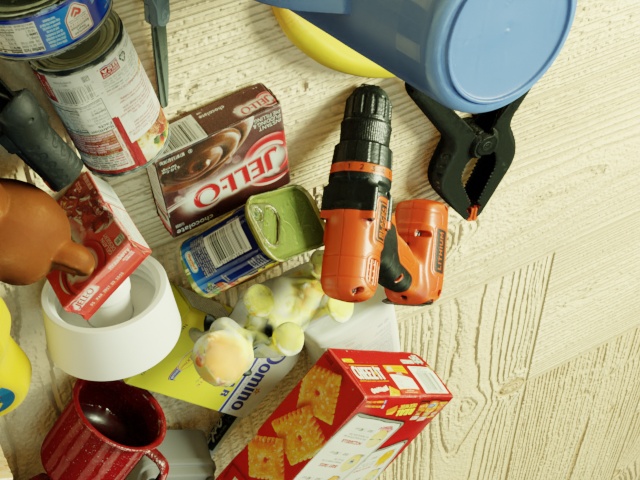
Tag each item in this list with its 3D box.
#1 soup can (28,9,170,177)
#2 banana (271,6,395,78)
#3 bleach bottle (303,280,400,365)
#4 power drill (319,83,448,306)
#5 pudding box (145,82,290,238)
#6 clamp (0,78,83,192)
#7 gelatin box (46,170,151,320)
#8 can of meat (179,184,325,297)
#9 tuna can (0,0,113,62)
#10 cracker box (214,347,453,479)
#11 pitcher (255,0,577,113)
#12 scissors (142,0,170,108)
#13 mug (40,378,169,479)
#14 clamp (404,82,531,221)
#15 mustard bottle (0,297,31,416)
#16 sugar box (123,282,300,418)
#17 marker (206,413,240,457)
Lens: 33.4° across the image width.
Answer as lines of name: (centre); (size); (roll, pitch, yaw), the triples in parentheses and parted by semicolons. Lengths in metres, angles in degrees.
soup can: (-0.150, -0.101, 0.728); (0.068, 0.069, 0.102); (-30, 141, -10)
banana: (0.041, -0.162, 0.847); (0.197, 0.037, 0.070); (-8, 116, -34)
bleach bottle: (0.036, 0.131, 1.119); (0.102, 0.068, 0.251); (-29, 143, -13)
power drill: (0.058, -0.024, 0.938); (0.187, 0.057, 0.184); (29, 67, -61)
pudding box: (-0.081, -0.063, 0.844); (0.113, 0.039, 0.090); (-25, 142, -15)
clamp: (-0.193, -0.074, 0.687); (0.039, 0.120, 0.171); (-44, 148, -5)
gelatin box: (-0.175, 0.003, 0.797); (0.073, 0.089, 0.030); (-45, 142, 9)
can of meat: (-0.056, 0.001, 0.878); (0.084, 0.057, 0.101); (-28, 176, 30)
tuna can: (-0.172, -0.149, 0.647); (0.086, 0.086, 0.034); (-28, 140, -13)
cracker box: (0.007, 0.201, 1.053); (0.214, 0.072, 0.163); (-50, 149, 21)
pitcher: (0.030, -0.174, 0.654); (0.149, 0.243, 0.144); (-49, 138, 5)
scissors: (-0.117, -0.152, 0.709); (0.096, 0.016, 0.202); (-58, 164, -49)
mug: (-0.189, 0.185, 0.959); (0.082, 0.117, 0.093); (-52, 180, 25)
clamp: (0.135, -0.098, 0.984); (0.164, 0.036, 0.210); (-17, 138, -25)
mustard bottle: (-0.273, 0.095, 0.816); (0.096, 0.058, 0.192); (2, 150, -2)
sugar box: (-0.102, 0.108, 0.997); (0.093, 0.048, 0.176); (-48, 140, 11)
marker: (-0.105, 0.201, 1.112); (0.020, 0.020, 0.121); (14, 119, -45)
